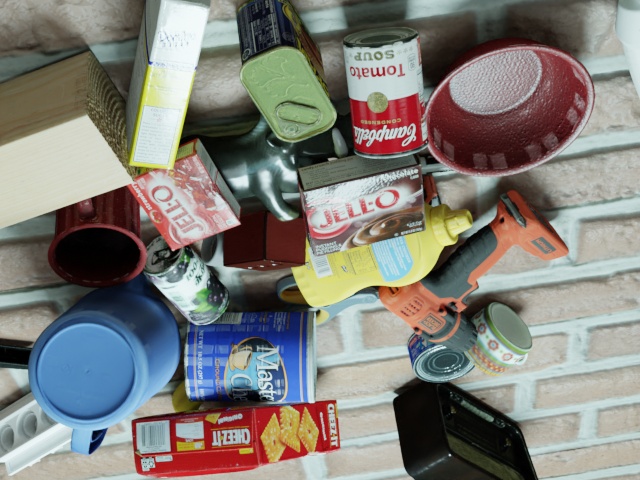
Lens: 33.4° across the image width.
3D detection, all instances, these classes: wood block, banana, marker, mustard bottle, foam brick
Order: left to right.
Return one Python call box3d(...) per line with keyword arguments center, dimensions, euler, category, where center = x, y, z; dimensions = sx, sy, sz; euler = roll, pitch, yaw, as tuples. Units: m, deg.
box3d(center=(-0.277, -0.078, 0.951), dimensions=(0.206, 0.090, 0.090), euler=(-18, 138, 11), category="wood block")
box3d(center=(-0.127, 0.168, 1.300), dimensions=(0.069, 0.037, 0.198), euler=(-7, 152, -50), category="banana")
box3d(center=(-0.057, 0.001, 1.078), dimensions=(0.052, 0.051, 0.078), euler=(7, 170, -35), category="foam brick")
box3d(center=(0.062, 0.001, 1.078), dimensions=(0.192, 0.096, 0.058), euler=(-16, -176, 27), category="mustard bottle")
box3d(center=(0.124, -0.078, 1.078), dimensions=(0.121, 0.020, 0.020), euler=(-6, 139, -3), category="marker")

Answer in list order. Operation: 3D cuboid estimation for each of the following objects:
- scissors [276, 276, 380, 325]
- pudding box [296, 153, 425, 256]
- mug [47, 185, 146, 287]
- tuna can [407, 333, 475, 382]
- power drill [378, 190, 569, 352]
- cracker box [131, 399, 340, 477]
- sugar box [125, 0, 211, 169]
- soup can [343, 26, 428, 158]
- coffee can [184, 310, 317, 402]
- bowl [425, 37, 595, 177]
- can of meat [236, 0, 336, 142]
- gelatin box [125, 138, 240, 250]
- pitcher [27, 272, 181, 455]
box3d(center=(0.042, 0.075, 1.237), dimensions=(0.201, 0.016, 0.096), euler=(7, 138, -17), category="scissors")
box3d(center=(0.039, -0.037, 0.991), dimensions=(0.113, 0.039, 0.090), euler=(-15, 139, -4), category="pudding box")
box3d(center=(-0.218, -0.021, 1.031), dimensions=(0.093, 0.081, 0.117), euler=(-9, 139, 0), category="mug")
box3d(center=(0.152, 0.138, 1.315), dimensions=(0.086, 0.034, 0.086), euler=(-5, 139, -5), category="tuna can")
box3d(center=(0.175, 0.042, 1.163), dimensions=(0.188, 0.057, 0.184), euler=(-40, 142, 13), category="power drill")
box3d(center=(-0.093, 0.231, 1.253), dimensions=(0.164, 0.072, 0.213), euler=(-10, 170, 24), category="cracker box")
box3d(center=(-0.128, -0.154, 0.890), dimensions=(0.048, 0.093, 0.176), euler=(6, 137, -18), category="sugar box")
box3d(center=(0.058, -0.131, 0.942), dimensions=(0.068, 0.068, 0.102), euler=(-8, 112, -2), category="soup can")
box3d(center=(-0.076, 0.130, 1.198), dimensions=(0.140, 0.103, 0.103), euler=(0, 139, 2), category="coffee can")
box3d(center=(0.169, -0.134, 0.995), dimensions=(0.162, 0.055, 0.162), euler=(-5, 139, -5), category="bowl")
box3d(center=(-0.031, -0.150, 0.919), dimensions=(0.057, 0.084, 0.102), euler=(-21, 137, 13), category="can of meat")
box3d(center=(-0.124, -0.040, 0.972), dimensions=(0.073, 0.030, 0.089), euler=(-20, 125, 13), category="gelatin box")
box3d(center=(-0.215, 0.125, 1.059), dimensions=(0.145, 0.149, 0.243), euler=(-29, -178, -2), category="pitcher")
